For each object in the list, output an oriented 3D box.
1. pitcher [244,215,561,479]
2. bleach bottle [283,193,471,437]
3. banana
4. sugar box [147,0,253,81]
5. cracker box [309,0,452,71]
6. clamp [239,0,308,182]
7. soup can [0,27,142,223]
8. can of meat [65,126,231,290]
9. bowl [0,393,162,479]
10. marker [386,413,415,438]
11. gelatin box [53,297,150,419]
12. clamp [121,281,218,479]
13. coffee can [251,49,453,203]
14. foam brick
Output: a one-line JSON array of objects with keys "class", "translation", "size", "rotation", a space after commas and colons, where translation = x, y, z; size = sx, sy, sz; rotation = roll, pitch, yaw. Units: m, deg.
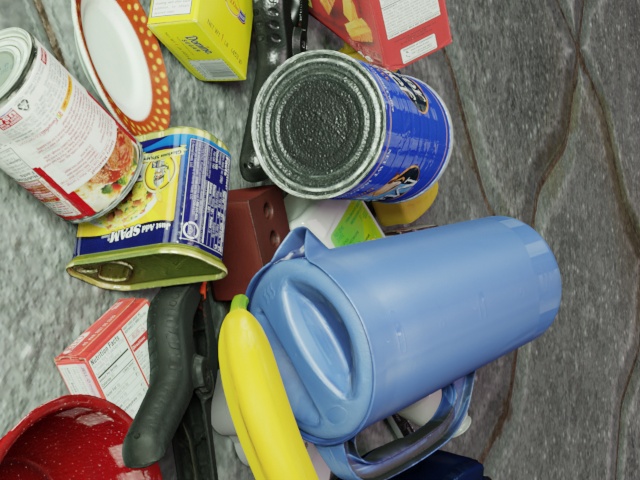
[{"class": "pitcher", "translation": [0.072, 0.064, 0.800], "size": [0.242, 0.145, 0.149], "rotation": [-15, 138, -41]}, {"class": "bleach bottle", "translation": [0.053, 0.063, 0.908], "size": [0.250, 0.068, 0.102], "rotation": [53, 40, -18]}, {"class": "banana", "translation": [-0.027, 0.126, 0.701], "size": [0.069, 0.037, 0.198], "rotation": [1, 68, -67]}, {"class": "sugar box", "translation": [-0.080, -0.217, 0.798], "size": [0.093, 0.048, 0.176], "rotation": [44, 50, -64]}, {"class": "cracker box", "translation": [0.017, -0.259, 0.839], "size": [0.072, 0.164, 0.213], "rotation": [-29, 132, -12]}, {"class": "clamp", "translation": [-0.032, -0.146, 0.828], "size": [0.164, 0.036, 0.210], "rotation": [-52, 143, -70]}, {"class": "soup can", "translation": [-0.160, -0.065, 0.619], "size": [0.102, 0.069, 0.068], "rotation": [48, 45, -45]}, {"class": "can of meat", "translation": [-0.106, -0.019, 0.674], "size": [0.057, 0.102, 0.084], "rotation": [31, 57, -54]}, {"class": "bowl", "translation": [-0.155, 0.168, 0.600], "size": [0.161, 0.055, 0.162], "rotation": [16, 71, -59]}, {"class": "marker", "translation": [0.066, 0.159, 1.028], "size": [0.121, 0.020, 0.020], "rotation": [61, 37, -35]}, {"class": "gelatin box", "translation": [-0.126, 0.093, 0.691], "size": [0.073, 0.030, 0.089], "rotation": [-49, 124, -51]}, {"class": "clamp", "translation": [-0.085, 0.100, 0.674], "size": [0.171, 0.039, 0.120], "rotation": [-86, 169, -46]}, {"class": "coffee can", "translation": [0.027, -0.079, 0.785], "size": [0.140, 0.103, 0.103], "rotation": [-2, 87, -64]}, {"class": "foam brick", "translation": [-0.055, 0.001, 0.809], "size": [0.052, 0.051, 0.078], "rotation": [-32, 113, -58]}]
